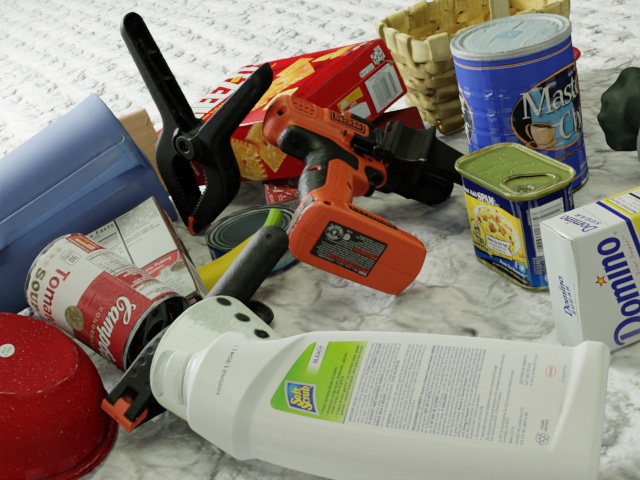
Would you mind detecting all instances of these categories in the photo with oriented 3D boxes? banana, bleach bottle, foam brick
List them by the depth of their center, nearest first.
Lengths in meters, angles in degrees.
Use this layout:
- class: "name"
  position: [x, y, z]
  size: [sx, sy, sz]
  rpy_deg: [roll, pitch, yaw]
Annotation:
- class: "bleach bottle"
  position: [0.029, 0.089, 0.602]
  size: [0.251, 0.068, 0.102]
  rpy_deg: [8, 43, 14]
- class: "banana"
  position: [-0.117, 0.035, 0.881]
  size: [0.198, 0.037, 0.069]
  rpy_deg: [-18, 44, 6]
- class: "foam brick"
  position: [0.078, -0.091, 1.038]
  size: [0.051, 0.053, 0.078]
  rpy_deg: [-12, 24, 4]

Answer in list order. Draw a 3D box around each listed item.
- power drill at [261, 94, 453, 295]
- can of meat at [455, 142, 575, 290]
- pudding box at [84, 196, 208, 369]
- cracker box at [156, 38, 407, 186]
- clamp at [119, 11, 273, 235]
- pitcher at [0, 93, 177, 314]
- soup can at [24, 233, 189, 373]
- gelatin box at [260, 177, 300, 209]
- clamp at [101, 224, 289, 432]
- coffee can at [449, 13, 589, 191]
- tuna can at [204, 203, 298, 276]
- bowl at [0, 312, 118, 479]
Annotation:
- class: "power drill"
  position: [0.038, -0.037, 0.885]
  size: [0.184, 0.057, 0.187]
  rpy_deg: [20, 30, -16]
- class: "can of meat"
  position: [0.152, -0.018, 0.811]
  size: [0.057, 0.084, 0.102]
  rpy_deg: [-21, 26, -16]
- class: "pudding box"
  position: [-0.146, 0.031, 0.843]
  size: [0.090, 0.039, 0.113]
  rpy_deg: [-31, 53, -1]
- class: "cracker box"
  position: [-0.046, -0.127, 1.074]
  size: [0.214, 0.072, 0.164]
  rpy_deg: [0, 34, 47]
- class: "clamp"
  position: [-0.105, -0.094, 0.967]
  size: [0.165, 0.210, 0.036]
  rpy_deg: [20, 39, 32]
- class: "pitcher"
  position: [-0.253, -0.011, 0.908]
  size: [0.242, 0.149, 0.145]
  rpy_deg: [-35, 53, -12]
- class: "soup can"
  position: [-0.154, 0.046, 0.769]
  size: [0.102, 0.068, 0.068]
  rpy_deg: [29, 44, 23]
- class: "gelatin box"
  position: [-0.017, -0.049, 1.025]
  size: [0.073, 0.030, 0.089]
  rpy_deg: [-15, 25, -3]
- class: "clamp"
  position: [-0.081, 0.062, 0.748]
  size: [0.039, 0.120, 0.171]
  rpy_deg: [31, 48, 19]
- class: "coffee can"
  position: [0.175, -0.115, 0.933]
  size: [0.103, 0.140, 0.103]
  rpy_deg: [-11, 25, 5]
- class: "tuna can"
  position: [-0.056, 0.001, 0.937]
  size: [0.086, 0.034, 0.086]
  rpy_deg: [-11, 25, 5]
- class: "bowl"
  position: [-0.213, 0.096, 0.718]
  size: [0.162, 0.055, 0.162]
  rpy_deg: [13, 27, -7]
